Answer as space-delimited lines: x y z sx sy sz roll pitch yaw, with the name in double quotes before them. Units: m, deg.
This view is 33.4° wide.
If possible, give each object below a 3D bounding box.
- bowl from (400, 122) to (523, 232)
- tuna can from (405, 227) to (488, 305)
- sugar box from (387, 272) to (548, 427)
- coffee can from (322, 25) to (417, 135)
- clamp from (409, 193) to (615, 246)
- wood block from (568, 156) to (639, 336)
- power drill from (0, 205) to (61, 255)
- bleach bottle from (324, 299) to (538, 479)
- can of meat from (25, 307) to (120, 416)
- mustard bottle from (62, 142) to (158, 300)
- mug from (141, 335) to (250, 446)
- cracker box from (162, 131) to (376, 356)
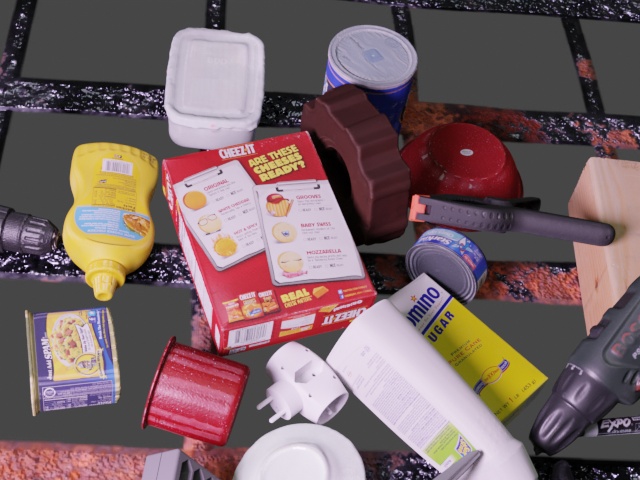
"bowl" 0.169 -0.089 1.268 0.162 0.055 0.162 4 51 -5
"tuna can" 0.136 0.028 1.150 0.086 0.086 0.033 31 52 16
"sugar box" 0.136 0.119 1.103 0.093 0.048 0.176 -34 64 -30
"coffee can" 0.052 -0.167 1.258 0.102 0.140 0.103 4 51 -5
"clamp" 0.192 -0.030 1.167 0.209 0.036 0.165 5 10 -14
"wood block" 0.341 0.016 1.187 0.090 0.091 0.206 5 51 -4
"power drill" -0.379 0.033 1.091 0.184 0.057 0.187 10 48 4
"bleach bottle" 0.117 0.177 1.032 0.067 0.103 0.251 -30 69 -39
"can of meat" -0.243 0.115 1.044 0.083 0.057 0.102 -5 53 -15
"mustard bottle" -0.227 -0.018 1.151 0.096 0.058 0.191 9 50 -16
"mug" -0.116 0.144 1.029 0.081 0.093 0.117 18 15 0
"cracker box" -0.057 0.001 1.105 0.164 0.072 0.214 -13 59 -17
